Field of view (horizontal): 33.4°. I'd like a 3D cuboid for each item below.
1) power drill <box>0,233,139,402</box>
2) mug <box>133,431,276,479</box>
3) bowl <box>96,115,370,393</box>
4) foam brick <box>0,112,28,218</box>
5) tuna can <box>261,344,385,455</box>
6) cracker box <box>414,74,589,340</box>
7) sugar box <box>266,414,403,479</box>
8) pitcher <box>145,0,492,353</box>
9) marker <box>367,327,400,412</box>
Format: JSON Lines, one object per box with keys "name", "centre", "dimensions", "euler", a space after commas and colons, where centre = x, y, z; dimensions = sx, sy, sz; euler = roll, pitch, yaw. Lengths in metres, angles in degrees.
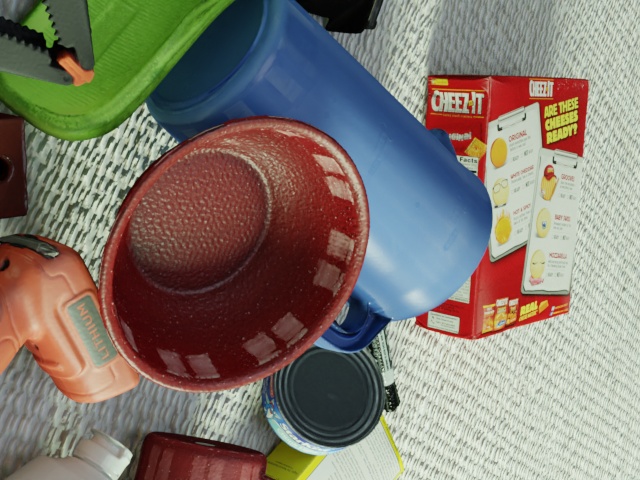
{"name": "power drill", "centre": [-0.177, 0.100, 0.531], "dimensions": [0.187, 0.057, 0.184], "euler": [-45, 131, -37]}
{"name": "mug", "centre": [-0.069, 0.171, 0.677], "dimensions": [0.093, 0.117, 0.081], "euler": [35, 65, -71]}
{"name": "bowl", "centre": [-0.054, 0.001, 0.584], "dimensions": [0.161, 0.055, 0.162], "euler": [-16, 122, -27]}
{"name": "foam brick", "centre": [-0.193, -0.036, 0.534], "dimensions": [0.078, 0.051, 0.053], "euler": [-12, 108, -47]}
{"name": "tuna can", "centre": [0.001, 0.110, 0.769], "dimensions": [0.086, 0.034, 0.086], "euler": [9, 66, -20]}
{"name": "cracker box", "centre": [0.156, -0.034, 0.917], "dimensions": [0.163, 0.072, 0.214], "euler": [-8, 104, -48]}
{"name": "sugar box", "centre": [-0.012, 0.198, 0.797], "dimensions": [0.176, 0.048, 0.093], "euler": [-43, 126, -30]}
{"name": "pitcher", "centre": [-0.003, -0.047, 0.694], "dimensions": [0.145, 0.149, 0.242], "euler": [-35, 134, 16]}
{"name": "marker", "centre": [0.047, 0.086, 0.859], "dimensions": [0.020, 0.020, 0.121], "euler": [-34, 122, -40]}
